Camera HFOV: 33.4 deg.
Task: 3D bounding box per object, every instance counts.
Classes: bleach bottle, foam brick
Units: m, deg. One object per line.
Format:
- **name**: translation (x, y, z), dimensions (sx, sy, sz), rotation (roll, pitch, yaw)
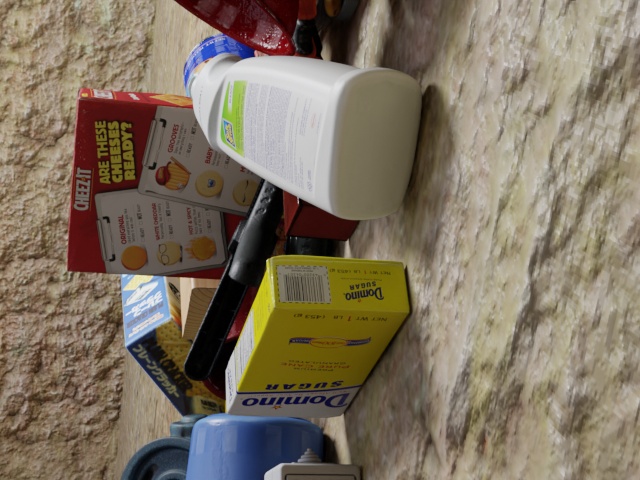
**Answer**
- **bleach bottle**: translation (-0.029, -0.095, 0.776), dimensions (0.251, 0.067, 0.102), rotation (31, 118, 52)
- **foam brick**: translation (0.001, -0.046, 0.835), dimensions (0.053, 0.051, 0.078), rotation (116, 154, -59)

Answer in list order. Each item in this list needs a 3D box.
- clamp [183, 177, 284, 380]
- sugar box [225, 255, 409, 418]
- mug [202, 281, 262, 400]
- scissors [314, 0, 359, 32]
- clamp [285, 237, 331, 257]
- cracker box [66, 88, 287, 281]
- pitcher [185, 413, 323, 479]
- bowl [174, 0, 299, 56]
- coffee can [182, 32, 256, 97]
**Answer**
- **clamp**: translation (-0.056, 0.001, 0.902), dimensions (0.165, 0.036, 0.210), rotation (124, 168, -56)
- **sugar box**: translation (-0.008, 0.074, 0.754), dimensions (0.176, 0.093, 0.048), rotation (112, 158, -53)
- **mug**: translation (-0.064, 0.100, 0.997), dimensions (0.081, 0.093, 0.117), rotation (-95, -2, -49)
- **scissors**: translation (0.002, -0.217, 0.940), dimensions (0.202, 0.016, 0.096), rotation (169, 102, -74)
- **clamp**: translation (-0.009, 0.010, 0.880), dimensions (0.120, 0.039, 0.171), rotation (172, 101, -76)
- **cracker box**: translation (-0.126, -0.051, 1.007), dimensions (0.072, 0.213, 0.164), rotation (-128, 43, -70)
- **pitcher**: translation (-0.060, 0.260, 0.829), dimensions (0.149, 0.145, 0.243), rotation (135, 140, -67)
- **bowl**: translation (-0.072, -0.201, 0.772), dimensions (0.055, 0.162, 0.162), rotation (-57, 13, -5)
- **coffee can**: translation (-0.087, -0.143, 1.107), dimensions (0.140, 0.102, 0.103), rotation (-107, 25, -56)
